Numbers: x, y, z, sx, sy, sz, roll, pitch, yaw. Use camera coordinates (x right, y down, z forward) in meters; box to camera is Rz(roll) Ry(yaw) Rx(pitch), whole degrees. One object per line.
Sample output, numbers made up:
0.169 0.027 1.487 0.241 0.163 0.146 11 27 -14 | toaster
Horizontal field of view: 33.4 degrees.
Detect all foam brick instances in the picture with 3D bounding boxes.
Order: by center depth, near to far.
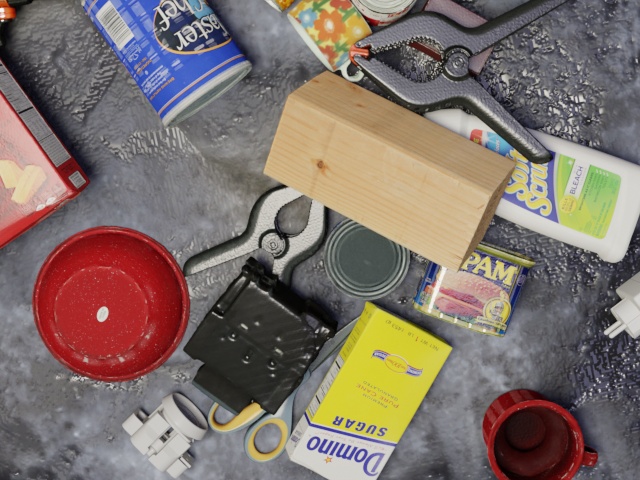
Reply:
0.129 -0.200 1.044 0.078 0.051 0.053 27 94 -2 | foam brick

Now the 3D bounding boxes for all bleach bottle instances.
0.186 -0.062 1.051 0.251 0.068 0.102 17 96 1 | bleach bottle

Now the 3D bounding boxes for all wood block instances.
0.064 -0.067 0.998 0.206 0.090 0.091 28 122 13 | wood block

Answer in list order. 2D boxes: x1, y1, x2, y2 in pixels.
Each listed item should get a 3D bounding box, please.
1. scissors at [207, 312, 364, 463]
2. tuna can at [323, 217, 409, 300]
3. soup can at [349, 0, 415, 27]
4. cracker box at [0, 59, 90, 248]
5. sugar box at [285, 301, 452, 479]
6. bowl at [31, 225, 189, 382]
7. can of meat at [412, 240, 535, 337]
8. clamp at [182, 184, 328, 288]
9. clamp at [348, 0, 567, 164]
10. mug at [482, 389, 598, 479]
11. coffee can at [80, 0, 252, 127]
-0.018 0.156 1.092 0.202 0.016 0.096 -26 96 3 | scissors
0.046 0.015 1.071 0.086 0.034 0.086 0 95 0 | tuna can
0.060 -0.242 1.015 0.068 0.102 0.068 0 95 0 | soup can
-0.345 -0.089 0.986 0.164 0.072 0.213 -33 102 9 | cracker box
0.047 0.159 1.072 0.093 0.048 0.176 28 92 -12 | sugar box
-0.214 0.068 1.066 0.162 0.055 0.162 0 95 0 | bowl
0.150 0.042 1.062 0.102 0.057 0.084 19 97 -1 | can of meat
-0.057 0.001 1.068 0.120 0.039 0.171 27 97 -7 | clamp
0.133 -0.173 1.000 0.210 0.036 0.164 14 89 -1 | clamp
0.218 0.198 1.061 0.117 0.081 0.093 13 95 -1 | mug
-0.146 -0.194 1.020 0.103 0.103 0.140 -35 93 3 | coffee can
